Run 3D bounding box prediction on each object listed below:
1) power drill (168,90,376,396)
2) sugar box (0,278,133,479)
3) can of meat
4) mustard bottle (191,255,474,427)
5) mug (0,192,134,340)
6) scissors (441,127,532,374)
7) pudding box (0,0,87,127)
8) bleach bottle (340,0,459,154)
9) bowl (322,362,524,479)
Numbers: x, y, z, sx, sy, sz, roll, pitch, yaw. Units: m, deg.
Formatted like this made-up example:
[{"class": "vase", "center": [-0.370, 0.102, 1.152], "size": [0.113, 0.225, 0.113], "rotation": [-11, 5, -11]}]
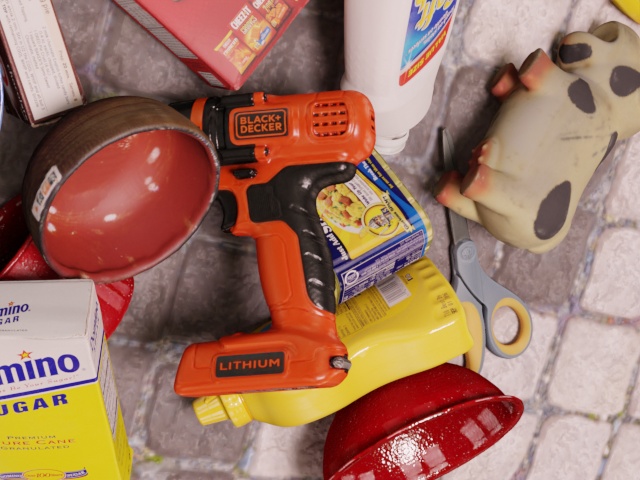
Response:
[{"class": "power drill", "center": [-0.054, 0.001, 0.659], "size": [0.184, 0.057, 0.187], "rotation": [-4, 81, 12]}, {"class": "sugar box", "center": [-0.169, 0.095, 0.631], "size": [0.093, 0.048, 0.176], "rotation": [-2, 140, -1]}, {"class": "can of meat", "center": [0.014, -0.014, 0.725], "size": [0.083, 0.057, 0.102], "rotation": [-29, 68, -18]}, {"class": "mustard bottle", "center": [0.002, 0.078, 0.733], "size": [0.191, 0.096, 0.058], "rotation": [-24, 122, -4]}, {"class": "mug", "center": [-0.179, 0.034, 0.663], "size": [0.117, 0.093, 0.081], "rotation": [-36, 121, 19]}, {"class": "scissors", "center": [0.126, 0.015, 0.821], "size": [0.096, 0.016, 0.202], "rotation": [-1, 102, -24]}, {"class": "pudding box", "center": [-0.178, -0.127, 0.621], "size": [0.039, 0.090, 0.113], "rotation": [-23, 110, -18]}, {"class": "bleach bottle", "center": [0.057, -0.163, 0.680], "size": [0.102, 0.068, 0.251], "rotation": [-43, 151, -35]}, {"class": "bowl", "center": [0.063, 0.133, 0.771], "size": [0.162, 0.055, 0.162], "rotation": [-20, 152, -11]}]
